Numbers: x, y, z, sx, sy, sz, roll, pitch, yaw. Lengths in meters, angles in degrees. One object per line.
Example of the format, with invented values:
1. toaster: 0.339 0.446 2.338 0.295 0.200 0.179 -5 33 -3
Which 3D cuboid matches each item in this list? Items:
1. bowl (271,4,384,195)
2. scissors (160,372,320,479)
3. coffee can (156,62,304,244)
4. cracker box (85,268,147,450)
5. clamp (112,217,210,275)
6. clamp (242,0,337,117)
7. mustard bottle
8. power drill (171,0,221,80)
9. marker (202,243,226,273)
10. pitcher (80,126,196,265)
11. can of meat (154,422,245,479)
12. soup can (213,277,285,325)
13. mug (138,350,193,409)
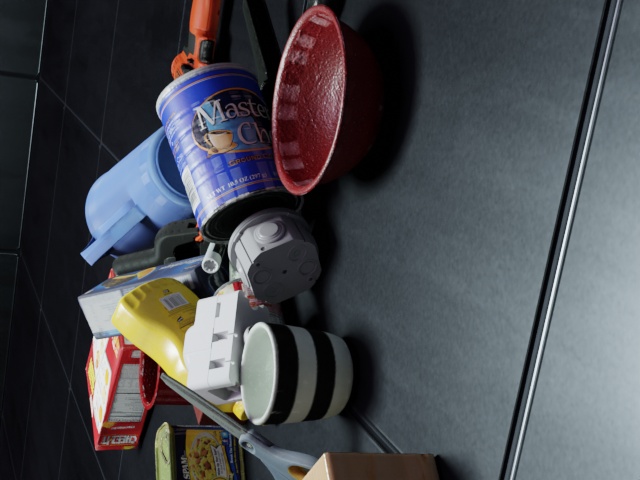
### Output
1. bowl: 0.011 -0.117 0.914 0.162 0.055 0.162 -175 90 -67
2. scissors: -0.050 0.184 0.901 0.202 0.016 0.096 24 139 23
3. coffee can: -0.086 -0.082 1.011 0.103 0.102 0.140 -52 54 54
4. cracker box: -0.283 0.173 1.548 0.164 0.072 0.214 -110 32 -47
5. clamp: -0.177 0.019 1.263 0.172 0.120 0.039 123 162 -48
6. clamp: -0.043 -0.153 1.068 0.165 0.036 0.210 30 116 57
7. mustard bottle: -0.118 0.119 1.090 0.192 0.096 0.058 40 118 20
8. power drill: -0.135 -0.249 1.289 0.184 0.057 0.188 -126 46 -58
9. marker: -0.111 -0.002 1.180 0.121 0.020 0.020 -79 6 -61
10. pitcher: -0.203 -0.054 1.317 0.243 0.144 0.149 151 121 -60
11. can of meat: -0.128 0.248 1.141 0.058 0.083 0.102 129 139 -54
12. soup can: -0.065 0.095 1.040 0.069 0.068 0.102 117 148 -43
13. mug: -0.165 0.146 1.252 0.117 0.081 0.093 -136 54 -62
